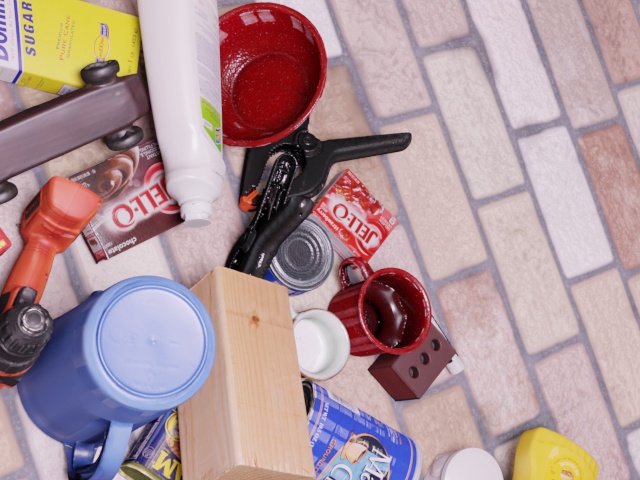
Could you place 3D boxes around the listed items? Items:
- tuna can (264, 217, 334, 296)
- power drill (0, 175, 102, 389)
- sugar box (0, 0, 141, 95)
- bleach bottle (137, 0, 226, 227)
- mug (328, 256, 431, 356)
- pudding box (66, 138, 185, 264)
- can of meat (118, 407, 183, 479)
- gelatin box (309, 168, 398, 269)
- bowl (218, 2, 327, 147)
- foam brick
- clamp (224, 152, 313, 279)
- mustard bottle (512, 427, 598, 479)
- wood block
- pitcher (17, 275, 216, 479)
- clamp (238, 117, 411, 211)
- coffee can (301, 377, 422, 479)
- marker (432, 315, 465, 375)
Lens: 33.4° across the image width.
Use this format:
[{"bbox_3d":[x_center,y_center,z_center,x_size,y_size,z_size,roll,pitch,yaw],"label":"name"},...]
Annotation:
[{"bbox_3d":[-0.028,0.016,1.153,0.086,0.034,0.086,7,75,-27],"label":"tuna can"},{"bbox_3d":[-0.257,0.038,0.947,0.057,0.185,0.187,30,56,-20],"label":"power drill"},{"bbox_3d":[-0.270,-0.198,1.063,0.176,0.048,0.093,12,73,-27],"label":"sugar box"},{"bbox_3d":[-0.136,-0.138,1.067,0.102,0.068,0.251,33,49,-66],"label":"bleach bottle"},{"bbox_3d":[0.054,0.072,1.157,0.093,0.082,0.117,-32,94,-32],"label":"mug"},{"bbox_3d":[-0.193,-0.040,1.072,0.113,0.039,0.090,-29,94,-31],"label":"pudding box"},{"bbox_3d":[-0.132,0.213,1.038,0.102,0.058,0.083,40,60,-16],"label":"can of meat"},{"bbox_3d":[0.035,-0.024,1.200,0.089,0.030,0.073,46,61,-12],"label":"gelatin box"},{"bbox_3d":[-0.063,-0.169,1.137,0.162,0.055,0.162,-4,77,16],"label":"bowl"},{"bbox_3d":[0.103,0.134,1.188,0.053,0.051,0.078,49,61,-11],"label":"foam brick"},{"bbox_3d":[-0.057,0.001,1.079,0.039,0.120,0.171,22,102,-15],"label":"clamp"},{"bbox_3d":[0.240,0.309,1.171,0.096,0.058,0.191,35,58,-14],"label":"mustard bottle"},{"bbox_3d":[-0.077,0.141,1.014,0.090,0.090,0.206,20,46,-35],"label":"wood block"},{"bbox_3d":[-0.178,0.116,0.925,0.144,0.243,0.149,-37,93,-28],"label":"pitcher"},{"bbox_3d":[-0.022,-0.113,1.179,0.209,0.036,0.164,-39,82,-22],"label":"clamp"},{"bbox_3d":[0.018,0.218,1.092,0.140,0.103,0.102,33,65,-19],"label":"coffee can"},{"bbox_3d":[0.128,0.100,1.228,0.020,0.020,0.121,-36,96,-30],"label":"marker"}]
